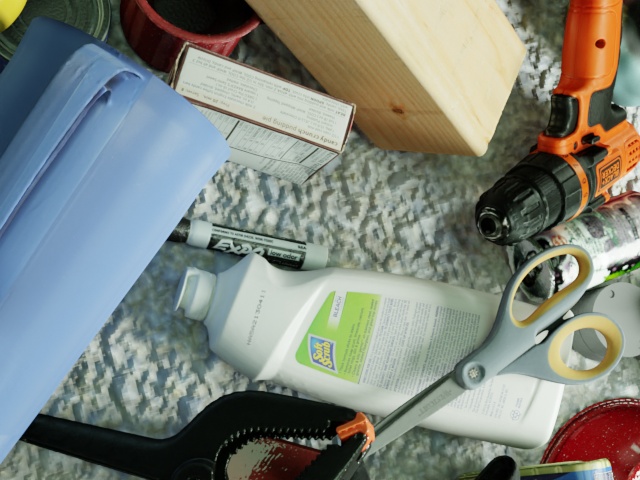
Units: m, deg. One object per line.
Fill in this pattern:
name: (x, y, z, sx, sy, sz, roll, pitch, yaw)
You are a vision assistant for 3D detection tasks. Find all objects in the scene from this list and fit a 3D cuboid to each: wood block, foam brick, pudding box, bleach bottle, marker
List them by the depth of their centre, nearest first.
foam brick: (-0.031, 0.146, 0.651, 0.078, 0.053, 0.051, 19, 74, -14)
wood block: (0.035, -0.145, 0.654, 0.205, 0.091, 0.090, 43, 65, -45)
pudding box: (-0.045, -0.077, 0.671, 0.113, 0.090, 0.039, 17, 75, -14)
bleach bottle: (0.032, 0.058, 0.684, 0.250, 0.068, 0.102, 17, 77, -12)
marker: (-0.055, 0.001, 0.690, 0.121, 0.020, 0.020, 12, 76, -15)

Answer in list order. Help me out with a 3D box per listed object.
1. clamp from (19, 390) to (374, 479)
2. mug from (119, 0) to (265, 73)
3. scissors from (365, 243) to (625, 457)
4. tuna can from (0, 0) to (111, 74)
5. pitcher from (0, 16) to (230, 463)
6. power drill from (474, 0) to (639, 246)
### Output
clamp: (-0.074, 0.135, 0.599, 0.210, 0.036, 0.165, -29, 68, 0)
mug: (-0.072, -0.156, 0.682, 0.117, 0.082, 0.093, -3, 80, -18)
scissors: (0.111, 0.089, 0.657, 0.096, 0.016, 0.201, 43, 78, -5)
tuna can: (-0.175, -0.141, 0.672, 0.086, 0.034, 0.086, 3, 78, -17)
pitcher: (-0.166, 0.007, 0.579, 0.242, 0.145, 0.149, -58, 136, -11)
power drill: (0.157, -0.102, 0.696, 0.184, 0.057, 0.188, -30, 126, -45)
